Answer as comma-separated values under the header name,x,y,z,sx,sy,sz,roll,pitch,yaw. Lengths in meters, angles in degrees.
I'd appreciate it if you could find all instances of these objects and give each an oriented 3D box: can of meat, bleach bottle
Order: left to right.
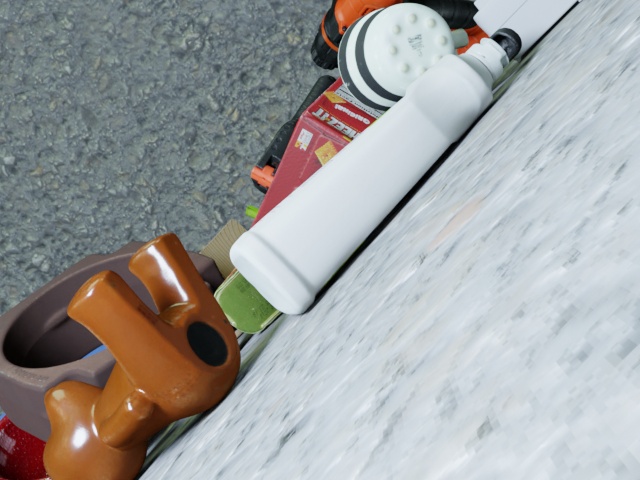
name,x,y,z,sx,sy,sz,roll,pitch,yaw
can of meat,-0.036,0.023,0.905,0.102,0.057,0.083,-44,6,34
bleach bottle,0.045,-0.056,0.771,0.250,0.068,0.103,-45,3,-10

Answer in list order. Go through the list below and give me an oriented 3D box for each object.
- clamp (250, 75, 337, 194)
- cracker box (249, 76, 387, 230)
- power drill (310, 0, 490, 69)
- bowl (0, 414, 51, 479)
name,x,y,z,sx,sy,sz,roll,pitch,yaw
clamp,-0.033,-0.086,1.073,0.171,0.039,0.120,-55,-14,-51
cracker box,0.020,-0.076,1.009,0.164,0.072,0.213,-64,-7,35
power drill,0.095,-0.214,1.097,0.185,0.187,0.057,145,125,-69
bowl,-0.220,0.183,0.965,0.162,0.055,0.162,-16,27,8
